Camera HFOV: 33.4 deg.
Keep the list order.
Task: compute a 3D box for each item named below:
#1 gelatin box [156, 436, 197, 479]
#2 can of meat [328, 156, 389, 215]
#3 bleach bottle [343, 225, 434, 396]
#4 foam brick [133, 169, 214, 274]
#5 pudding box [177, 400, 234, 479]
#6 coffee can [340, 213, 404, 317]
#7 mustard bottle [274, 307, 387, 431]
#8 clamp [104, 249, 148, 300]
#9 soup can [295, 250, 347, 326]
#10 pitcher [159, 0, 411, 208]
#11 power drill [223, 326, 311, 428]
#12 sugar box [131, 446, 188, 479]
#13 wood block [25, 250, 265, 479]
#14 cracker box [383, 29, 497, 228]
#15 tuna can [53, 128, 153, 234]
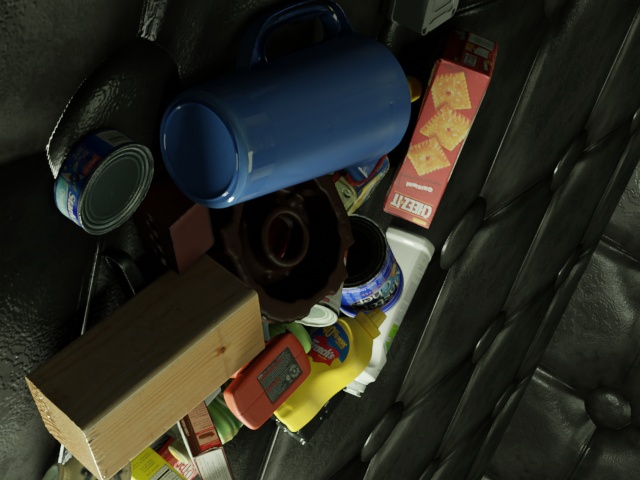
[{"bbox_3d":[-0.185,0.287,1.340,0.073,0.030,0.089,-46,156,-28],"label":"gelatin box"},{"bbox_3d":[0.028,-0.064,1.265,0.083,0.057,0.102,-42,172,-40],"label":"can of meat"},{"bbox_3d":[0.092,0.109,1.582,0.251,0.068,0.102,-68,161,-5],"label":"bleach bottle"},{"bbox_3d":[-0.138,-0.017,1.003,0.051,0.053,0.078,-46,154,-27],"label":"foam brick"},{"bbox_3d":[-0.126,0.236,1.195,0.039,0.090,0.113,-23,134,-9],"label":"pudding box"},{"bbox_3d":[0.050,0.037,1.407,0.102,0.103,0.140,-54,158,-9],"label":"coffee can"},{"bbox_3d":[0.010,0.156,1.395,0.191,0.096,0.058,-41,127,-2],"label":"mustard bottle"},{"bbox_3d":[-0.175,0.076,1.070,0.209,0.036,0.165,-8,128,-58],"label":"clamp"},{"bbox_3d":[-0.005,0.045,1.293,0.068,0.068,0.102,78,18,-60],"label":"soup can"},{"bbox_3d":[-0.034,-0.123,1.005,0.242,0.149,0.145,-26,157,-48],"label":"pitcher"},{"bbox_3d":[-0.115,0.147,1.120,0.184,0.188,0.057,-45,119,-31],"label":"power drill"},{"bbox_3d":[-0.164,0.297,1.201,0.048,0.176,0.093,-44,154,-29],"label":"sugar box"},{"bbox_3d":[-0.158,0.114,1.001,0.205,0.090,0.091,-38,145,-28],"label":"wood block"},{"bbox_3d":[0.153,-0.148,1.364,0.164,0.072,0.214,-64,176,-63],"label":"cracker box"},{"bbox_3d":[-0.181,-0.050,0.892,0.086,0.034,0.086,-46,155,-28],"label":"tuna can"}]
